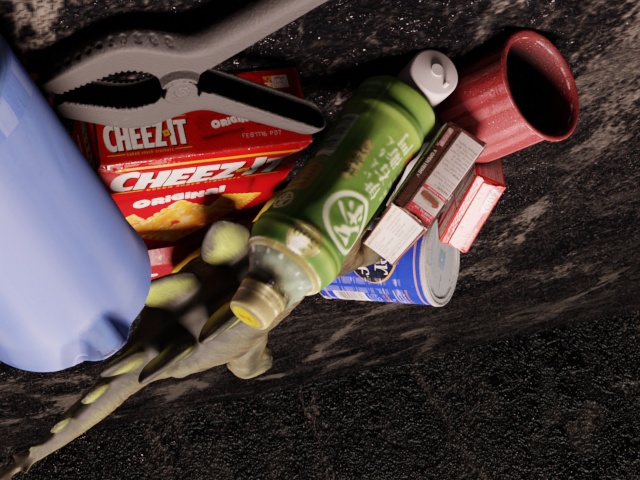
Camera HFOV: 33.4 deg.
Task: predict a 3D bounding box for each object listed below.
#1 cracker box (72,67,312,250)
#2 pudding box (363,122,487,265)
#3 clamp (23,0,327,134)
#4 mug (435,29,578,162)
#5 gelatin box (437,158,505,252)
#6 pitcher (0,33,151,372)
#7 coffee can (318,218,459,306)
[{"bbox_3d":[-0.116,-0.055,0.858,0.164,0.072,0.214,-10,165,-21],"label":"cracker box"},{"bbox_3d":[0.082,-0.036,0.863,0.090,0.039,0.113,-54,176,-18],"label":"pudding box"},{"bbox_3d":[-0.086,-0.117,0.691,0.209,0.036,0.165,-4,152,-13],"label":"clamp"},{"bbox_3d":[0.154,-0.119,0.871,0.082,0.093,0.117,-22,-158,47],"label":"mug"},{"bbox_3d":[0.130,-0.044,0.927,0.030,0.089,0.073,21,122,-10],"label":"gelatin box"},{"bbox_3d":[-0.209,-0.032,0.671,0.149,0.145,0.243,1,149,11],"label":"pitcher"},{"bbox_3d":[0.073,0.019,1.201,0.140,0.103,0.102,2,176,28],"label":"coffee can"}]
